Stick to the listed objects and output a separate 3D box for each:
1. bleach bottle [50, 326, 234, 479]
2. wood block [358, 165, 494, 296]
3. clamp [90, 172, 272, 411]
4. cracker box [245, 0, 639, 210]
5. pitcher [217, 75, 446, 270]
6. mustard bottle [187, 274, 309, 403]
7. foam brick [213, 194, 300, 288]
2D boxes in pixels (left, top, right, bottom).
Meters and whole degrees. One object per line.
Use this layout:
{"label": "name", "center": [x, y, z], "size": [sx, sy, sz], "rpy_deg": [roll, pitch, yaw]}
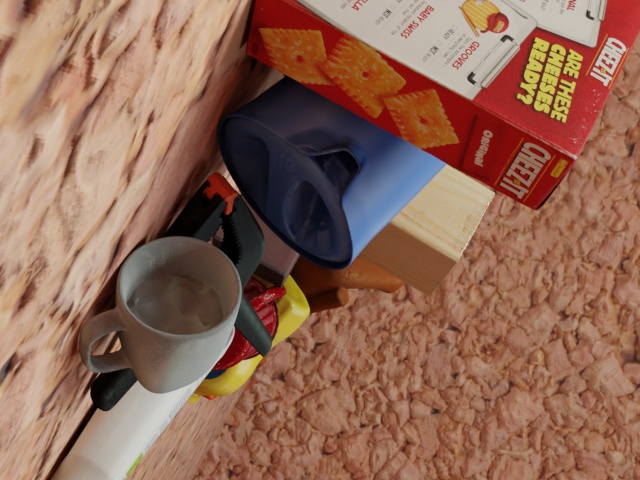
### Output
{"label": "bleach bottle", "center": [-0.168, 0.163, 0.904], "size": [0.250, 0.068, 0.103], "rpy_deg": [-56, 176, -21]}
{"label": "wood block", "center": [0.047, -0.047, 1.023], "size": [0.090, 0.206, 0.091], "rpy_deg": [-58, 176, -27]}
{"label": "clamp", "center": [-0.099, 0.043, 0.810], "size": [0.164, 0.036, 0.210], "rpy_deg": [-22, 141, -29]}
{"label": "cracker box", "center": [0.084, -0.140, 0.686], "size": [0.164, 0.214, 0.072], "rpy_deg": [-58, 175, -31]}
{"label": "pitcher", "center": [0.048, -0.100, 0.787], "size": [0.242, 0.149, 0.145], "rpy_deg": [-41, 145, -22]}
{"label": "mustard bottle", "center": [-0.101, 0.109, 1.147], "size": [0.192, 0.096, 0.058], "rpy_deg": [-47, 142, 13]}
{"label": "foam brick", "center": [-0.057, 0.001, 1.017], "size": [0.051, 0.078, 0.053], "rpy_deg": [-61, 178, -17]}
